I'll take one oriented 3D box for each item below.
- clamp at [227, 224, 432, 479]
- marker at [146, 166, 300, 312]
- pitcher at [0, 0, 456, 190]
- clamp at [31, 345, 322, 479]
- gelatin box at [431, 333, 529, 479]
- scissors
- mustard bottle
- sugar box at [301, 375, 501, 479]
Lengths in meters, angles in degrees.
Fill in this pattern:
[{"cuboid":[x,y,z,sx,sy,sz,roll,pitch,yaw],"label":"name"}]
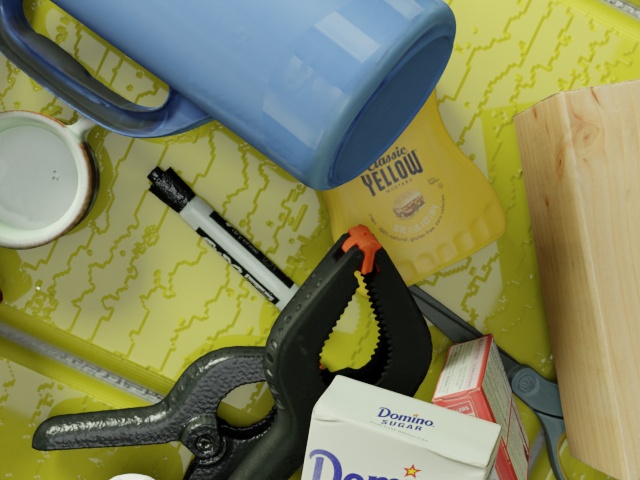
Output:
[{"cuboid":[0.021,0.095,0.598,0.164,0.036,0.210,7,109,-18],"label":"clamp"},{"cuboid":[-0.054,0.001,0.626,0.121,0.020,0.020,43,90,-6],"label":"marker"},{"cuboid":[-0.062,-0.128,0.532,0.243,0.149,0.144,40,66,12],"label":"pitcher"},{"cuboid":[-0.068,0.125,0.626,0.171,0.039,0.120,-25,107,1],"label":"clamp"},{"cuboid":[0.091,0.102,0.596,0.030,0.089,0.073,-18,100,16],"label":"gelatin box"},{"cuboid":[0.143,0.079,0.647,0.096,0.016,0.202,-37,95,-2],"label":"scissors"},{"cuboid":[0.024,-0.070,0.607,0.096,0.058,0.191,-26,95,3],"label":"mustard bottle"},{"cuboid":[0.031,0.167,0.566,0.093,0.048,0.176,15,116,15],"label":"sugar box"}]
